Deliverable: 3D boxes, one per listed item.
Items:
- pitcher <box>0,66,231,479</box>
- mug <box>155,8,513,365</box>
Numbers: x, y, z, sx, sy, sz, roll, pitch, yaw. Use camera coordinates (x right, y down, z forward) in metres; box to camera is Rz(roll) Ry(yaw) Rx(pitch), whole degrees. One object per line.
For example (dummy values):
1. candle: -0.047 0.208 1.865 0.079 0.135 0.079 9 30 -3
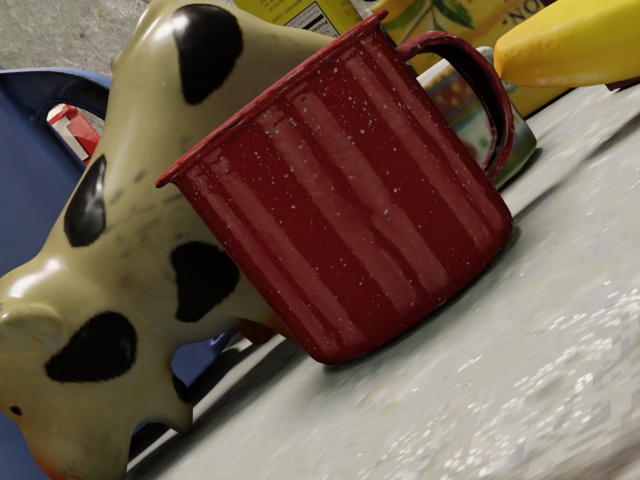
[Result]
1. pitcher: -0.153 -0.012 0.491 0.149 0.243 0.145 -40 7 -32
2. mug: 0.016 -0.021 0.350 0.117 0.081 0.093 -39 6 -21
